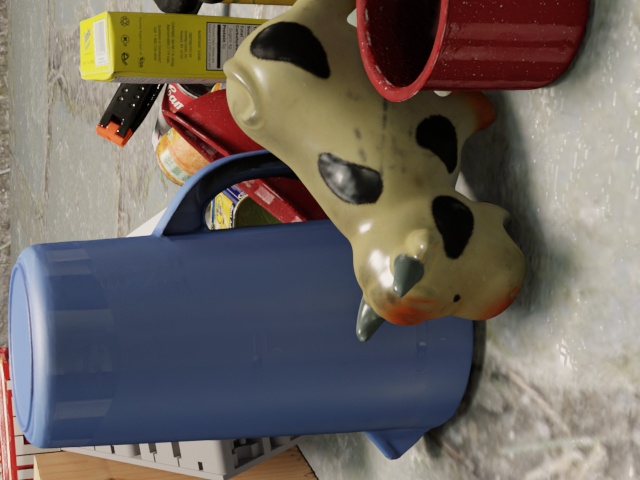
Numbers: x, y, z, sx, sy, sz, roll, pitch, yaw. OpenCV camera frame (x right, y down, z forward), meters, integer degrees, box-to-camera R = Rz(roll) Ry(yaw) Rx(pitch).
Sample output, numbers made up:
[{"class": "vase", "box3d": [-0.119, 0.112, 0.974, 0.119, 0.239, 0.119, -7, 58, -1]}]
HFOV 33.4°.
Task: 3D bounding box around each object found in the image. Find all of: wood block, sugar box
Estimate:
[{"class": "wood block", "box3d": [-0.115, 0.216, 0.837, 0.091, 0.205, 0.090, -132, 45, -59]}, {"class": "sugar box", "box3d": [-0.066, -0.128, 0.719, 0.093, 0.176, 0.048, -162, 69, -66]}]

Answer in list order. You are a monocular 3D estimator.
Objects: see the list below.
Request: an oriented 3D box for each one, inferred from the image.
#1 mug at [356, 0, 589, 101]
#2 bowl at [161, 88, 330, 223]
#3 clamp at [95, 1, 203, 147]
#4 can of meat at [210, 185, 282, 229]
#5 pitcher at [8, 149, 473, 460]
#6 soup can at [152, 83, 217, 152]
[{"class": "mug", "box3d": [0.070, -0.123, 0.513, 0.093, 0.081, 0.117, 122, 139, -55]}, {"class": "bowl", "box3d": [-0.030, -0.055, 0.730, 0.055, 0.162, 0.162, -51, 26, -4]}, {"class": "clamp", "box3d": [-0.151, -0.166, 0.997, 0.210, 0.036, 0.165, -65, 5, -26]}, {"class": "can of meat", "box3d": [-0.056, 0.001, 0.867, 0.084, 0.057, 0.102, -142, 54, -65]}, {"class": "pitcher", "box3d": [-0.047, 0.041, 0.604, 0.145, 0.242, 0.149, 113, 147, -45]}, {"class": "soup can", "box3d": [-0.113, -0.118, 0.976, 0.102, 0.068, 0.068, 117, 143, -49]}]
